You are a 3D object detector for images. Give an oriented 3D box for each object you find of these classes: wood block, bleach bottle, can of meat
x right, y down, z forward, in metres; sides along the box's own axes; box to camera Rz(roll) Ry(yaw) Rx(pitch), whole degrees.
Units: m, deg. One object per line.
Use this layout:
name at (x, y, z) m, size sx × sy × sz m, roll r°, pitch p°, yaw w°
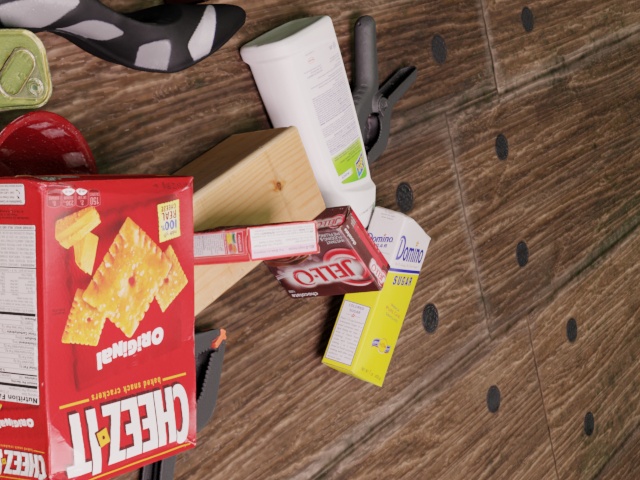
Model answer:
wood block at (-0.097, -0.018, 0.955) m, size 0.205 × 0.090 × 0.091 m, roll -40°, pitch 117°, yaw -44°
bleach bottle at (0.001, -0.097, 1.104) m, size 0.102 × 0.068 × 0.251 m, roll -38°, pitch 119°, yaw -42°
can of meat at (-0.260, -0.114, 0.763) m, size 0.101 × 0.084 × 0.057 m, roll -15°, pitch 96°, yaw -50°

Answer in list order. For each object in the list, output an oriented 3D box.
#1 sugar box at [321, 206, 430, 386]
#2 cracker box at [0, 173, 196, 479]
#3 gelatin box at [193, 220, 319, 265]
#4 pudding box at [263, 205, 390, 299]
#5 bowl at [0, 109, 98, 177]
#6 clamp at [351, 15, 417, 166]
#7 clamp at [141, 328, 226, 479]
sugar box at (0.063, 0.061, 1.142) m, size 0.093 × 0.048 × 0.176 m, roll 36°, pitch 74°, yaw -63°
cracker box at (-0.161, 0.059, 0.768) m, size 0.163 × 0.072 × 0.214 m, roll -6°, pitch 96°, yaw -59°
gelatin box at (-0.056, 0.001, 0.873) m, size 0.089 × 0.073 × 0.030 m, roll -8°, pitch 93°, yaw -51°
pudding box at (0.000, 0.013, 1.053) m, size 0.090 × 0.114 × 0.039 m, roll 55°, pitch 45°, yaw -33°
bowl at (-0.229, -0.017, 0.799) m, size 0.162 × 0.055 × 0.162 m, roll 5°, pitch 90°, yaw -69°
clamp at (0.053, -0.161, 1.188) m, size 0.120 × 0.039 × 0.171 m, roll 43°, pitch 56°, yaw -39°
clamp at (-0.148, 0.147, 0.923) m, size 0.164 × 0.036 × 0.209 m, roll 55°, pitch 47°, yaw -34°
